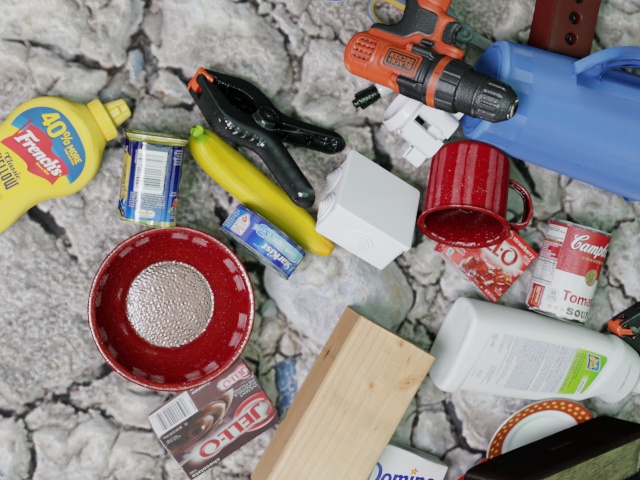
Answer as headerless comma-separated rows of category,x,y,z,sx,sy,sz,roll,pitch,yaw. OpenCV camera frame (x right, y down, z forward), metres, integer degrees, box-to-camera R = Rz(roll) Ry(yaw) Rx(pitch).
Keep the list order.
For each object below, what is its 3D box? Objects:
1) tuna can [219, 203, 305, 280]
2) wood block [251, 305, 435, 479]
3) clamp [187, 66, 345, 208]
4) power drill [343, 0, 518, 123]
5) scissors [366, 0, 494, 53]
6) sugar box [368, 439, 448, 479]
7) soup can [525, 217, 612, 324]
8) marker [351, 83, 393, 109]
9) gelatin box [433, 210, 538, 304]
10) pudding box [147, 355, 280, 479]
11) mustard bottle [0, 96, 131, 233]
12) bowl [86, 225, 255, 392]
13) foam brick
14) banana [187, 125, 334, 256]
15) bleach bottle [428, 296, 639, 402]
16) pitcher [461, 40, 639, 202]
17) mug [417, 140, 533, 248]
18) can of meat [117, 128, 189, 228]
tuna can,-0.057,0.001,1.057,0.086,0.086,0.033,38,84,-15
wood block,0.020,0.181,1.089,0.090,0.091,0.206,30,89,-8
clamp,-0.057,-0.103,1.042,0.171,0.120,0.039,28,125,-12
power drill,0.135,-0.218,1.039,0.185,0.057,0.187,24,84,21
scissors,0.146,-0.238,1.118,0.201,0.016,0.096,10,94,-15
sugar box,0.059,0.302,1.140,0.093,0.048,0.176,22,91,-15
soup can,0.267,0.033,1.151,0.068,0.068,0.102,16,93,-15
marker,0.087,-0.170,1.101,0.121,0.020,0.020,-30,102,-2
gelatin box,0.177,0.012,1.145,0.089,0.030,0.073,44,85,-15
pudding box,-0.105,0.178,1.069,0.113,0.039,0.090,-31,136,-7
mustard bottle,-0.267,-0.081,1.010,0.191,0.058,0.096,-30,97,-10
bowl,-0.147,0.065,1.053,0.162,0.055,0.162,0,91,-11
foam brick,0.257,-0.233,1.127,0.053,0.051,0.078,9,94,-15
banana,-0.067,-0.050,1.058,0.197,0.070,0.037,40,96,-26
bleach bottle,0.248,0.135,1.159,0.250,0.068,0.103,15,112,-20
pitcher,0.279,-0.130,1.101,0.242,0.145,0.149,15,95,-12
mug,0.161,-0.045,1.088,0.117,0.093,0.081,13,65,-5
can of meat,-0.162,-0.060,1.017,0.057,0.102,0.084,6,97,-14
